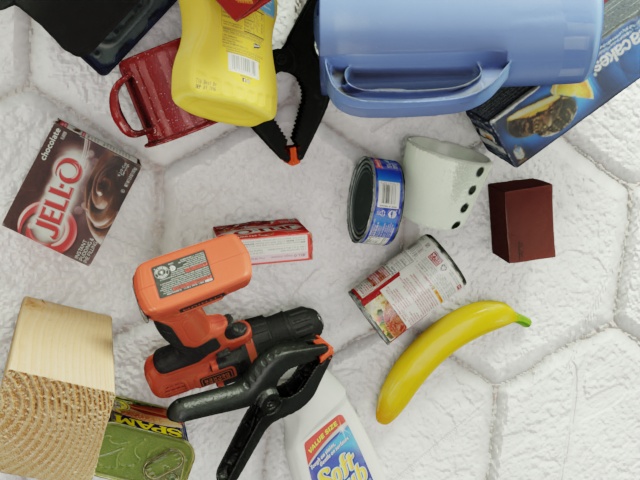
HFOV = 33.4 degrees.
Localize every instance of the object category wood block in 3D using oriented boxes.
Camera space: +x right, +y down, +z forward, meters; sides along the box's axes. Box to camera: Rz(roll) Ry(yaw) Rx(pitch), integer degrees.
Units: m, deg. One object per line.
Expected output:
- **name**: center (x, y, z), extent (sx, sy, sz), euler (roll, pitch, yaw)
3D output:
- **wood block**: center (-0.239, 0.129, 0.957), extent (0.090, 0.206, 0.090), euler (14, 100, -15)

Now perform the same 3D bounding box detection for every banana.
- **banana**: center (0.131, 0.118, 1.121), extent (0.198, 0.037, 0.069), euler (-33, 107, -3)

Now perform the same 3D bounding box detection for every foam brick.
- **foam brick**: center (0.206, -0.021, 1.096), extent (0.053, 0.051, 0.078), euler (-8, 105, -9)

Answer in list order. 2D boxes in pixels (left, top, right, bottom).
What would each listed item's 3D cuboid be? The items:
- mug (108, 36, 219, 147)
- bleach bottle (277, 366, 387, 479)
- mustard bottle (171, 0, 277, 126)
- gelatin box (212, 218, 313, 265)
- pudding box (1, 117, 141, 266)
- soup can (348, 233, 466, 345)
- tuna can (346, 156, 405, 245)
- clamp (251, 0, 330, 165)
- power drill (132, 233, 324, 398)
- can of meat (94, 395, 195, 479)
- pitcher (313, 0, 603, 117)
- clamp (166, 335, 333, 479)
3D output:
- **mug**: center (-0.142, -0.134, 0.970), extent (0.117, 0.093, 0.081), euler (-29, 105, -33)
- **bleach bottle**: center (0.006, 0.231, 1.110), extent (0.102, 0.068, 0.251), euler (-26, 105, -6)
- **mustard bottle**: center (-0.081, -0.202, 0.936), extent (0.096, 0.058, 0.191), euler (12, 73, -39)
- **gelatin box**: center (-0.057, 0.001, 1.034), extent (0.089, 0.073, 0.030), euler (-6, 103, -10)
- **pudding box**: center (-0.233, -0.045, 1.004), extent (0.090, 0.039, 0.113), euler (27, 96, -16)
- **soup can**: center (0.088, 0.049, 1.079), extent (0.102, 0.068, 0.068), euler (-37, 108, -2)
- **tuna can**: center (0.054, -0.038, 1.041), extent (0.033, 0.086, 0.086), euler (6, 102, -15)
- **clamp**: center (-0.051, -0.176, 1.011), extent (0.164, 0.036, 0.210), euler (-3, 100, -10)
- **power drill**: center (-0.090, 0.073, 1.004), extent (0.184, 0.057, 0.187), euler (-20, 146, -7)
- **can of meat**: center (-0.179, 0.197, 1.050), extent (0.102, 0.084, 0.057), euler (17, 99, -15)
- **pitcher**: center (0.115, -0.183, 0.924), extent (0.243, 0.145, 0.149), euler (1, 99, 3)
- **clamp**: center (-0.057, 0.160, 1.030), extent (0.171, 0.039, 0.120), euler (-29, 132, -16)
